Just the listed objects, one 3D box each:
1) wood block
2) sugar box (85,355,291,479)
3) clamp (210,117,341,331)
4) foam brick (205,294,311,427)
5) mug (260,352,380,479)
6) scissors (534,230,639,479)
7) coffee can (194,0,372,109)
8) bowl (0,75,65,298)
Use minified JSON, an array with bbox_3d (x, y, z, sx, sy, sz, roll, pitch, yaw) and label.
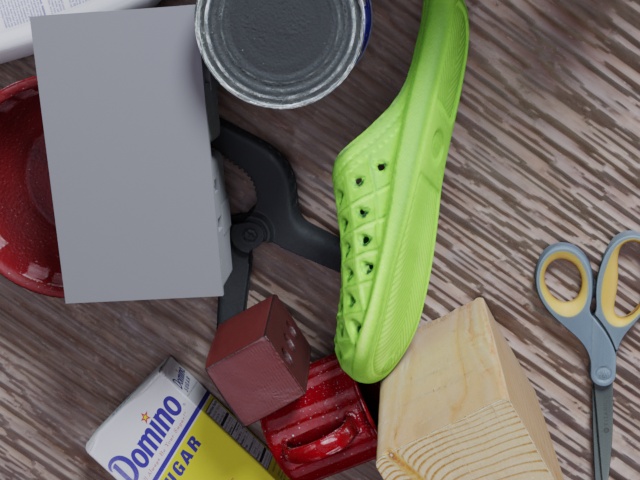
[{"bbox_3d":[0.097,0.122,0.714,0.090,0.206,0.091,-28,100,10],"label":"wood block"},{"bbox_3d":[-0.087,0.184,0.826,0.176,0.048,0.093,43,103,-6],"label":"sugar box"},{"bbox_3d":[-0.055,0.001,0.786,0.165,0.036,0.210,-35,101,11],"label":"clamp"},{"bbox_3d":[-0.043,0.083,0.753,0.051,0.078,0.053,-28,107,12],"label":"foam brick"},{"bbox_3d":[0.005,0.132,0.773,0.081,0.117,0.093,-24,99,15],"label":"mug"},{"bbox_3d":[0.193,0.086,0.796,0.096,0.016,0.202,13,104,3],"label":"scissors"},{"bbox_3d":[-0.019,-0.144,0.697,0.103,0.140,0.103,1,103,4],"label":"coffee can"},{"bbox_3d":[-0.180,-0.042,0.777,0.162,0.055,0.162,1,103,4],"label":"bowl"}]
